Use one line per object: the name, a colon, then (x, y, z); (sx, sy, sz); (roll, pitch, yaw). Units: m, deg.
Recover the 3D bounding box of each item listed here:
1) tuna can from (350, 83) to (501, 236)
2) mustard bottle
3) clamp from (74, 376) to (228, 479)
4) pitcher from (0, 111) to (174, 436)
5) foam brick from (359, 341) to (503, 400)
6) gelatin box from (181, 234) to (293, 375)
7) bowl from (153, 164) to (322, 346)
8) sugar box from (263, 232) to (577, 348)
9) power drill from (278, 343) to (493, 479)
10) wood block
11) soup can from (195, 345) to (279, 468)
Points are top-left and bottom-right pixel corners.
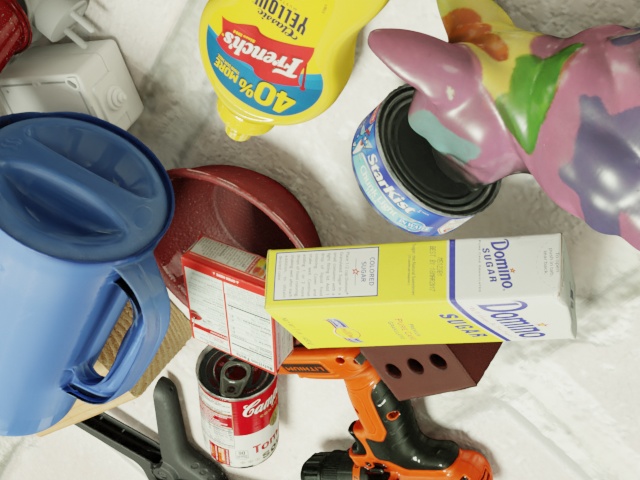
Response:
tuna can: (0.061, -0.046, 0.615); (0.086, 0.086, 0.034); (44, 142, -5)
mustard bottle: (-0.022, -0.123, 0.629); (0.096, 0.058, 0.192); (33, 141, 1)
clamp: (-0.147, 0.217, 1.070); (0.165, 0.036, 0.210); (-25, 112, 44)
pitcher: (-0.193, 0.043, 0.756); (0.145, 0.149, 0.243); (15, 135, -16)
foam brick: (0.077, 0.071, 0.741); (0.078, 0.051, 0.053); (-21, 112, 48)
gelatin box: (-0.056, 0.045, 0.750); (0.073, 0.030, 0.089); (20, 138, 21)
bowl: (-0.055, 0.001, 0.775); (0.162, 0.055, 0.162); (22, 138, 21)
sugar box: (0.063, 0.034, 0.651); (0.176, 0.048, 0.093); (-2, 160, 18)
power drill: (0.025, 0.141, 0.846); (0.185, 0.057, 0.187); (-10, 123, 39)
wood block: (-0.218, 0.104, 0.975); (0.090, 0.090, 0.207); (49, 140, -12)
soup can: (-0.069, 0.139, 0.908); (0.069, 0.068, 0.102); (22, 138, 21)
